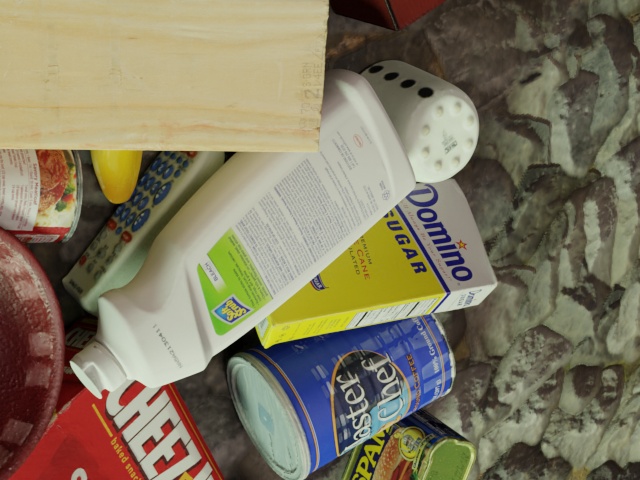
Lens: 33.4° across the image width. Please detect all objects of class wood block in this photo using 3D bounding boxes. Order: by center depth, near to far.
[{"bbox_3d":[-0.106,-0.104,0.597,0.206,0.091,0.090,0,111,-10],"label":"wood block"}]

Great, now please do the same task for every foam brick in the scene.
[{"bbox_3d":[0.041,-0.182,0.725,0.053,0.078,0.051,-35,125,-16],"label":"foam brick"}]

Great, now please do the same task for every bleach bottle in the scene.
[{"bbox_3d":[-0.054,0.001,0.672,0.250,0.068,0.102,-40,115,-22],"label":"bleach bottle"}]

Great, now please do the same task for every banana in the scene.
[{"bbox_3d":[-0.105,-0.120,0.673,0.069,0.037,0.198,27,91,-37],"label":"banana"}]

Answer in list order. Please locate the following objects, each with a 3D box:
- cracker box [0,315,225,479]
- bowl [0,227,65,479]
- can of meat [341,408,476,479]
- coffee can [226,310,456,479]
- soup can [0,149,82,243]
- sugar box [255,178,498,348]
[{"bbox_3d":[-0.165,0.180,0.683,0.213,0.072,0.164,-49,131,-37],"label":"cracker box"},{"bbox_3d":[-0.219,0.065,0.585,0.161,0.055,0.162,-2,92,-54],"label":"bowl"},{"bbox_3d":[0.073,0.191,0.888,0.057,0.084,0.102,15,99,-38],"label":"can of meat"},{"bbox_3d":[0.015,0.102,0.801,0.140,0.103,0.103,-26,121,-25],"label":"coffee can"},{"bbox_3d":[-0.199,-0.031,0.622,0.102,0.069,0.068,-1,108,-34],"label":"soup can"},{"bbox_3d":[0.031,0.013,0.764,0.176,0.093,0.048,-11,157,-19],"label":"sugar box"}]
